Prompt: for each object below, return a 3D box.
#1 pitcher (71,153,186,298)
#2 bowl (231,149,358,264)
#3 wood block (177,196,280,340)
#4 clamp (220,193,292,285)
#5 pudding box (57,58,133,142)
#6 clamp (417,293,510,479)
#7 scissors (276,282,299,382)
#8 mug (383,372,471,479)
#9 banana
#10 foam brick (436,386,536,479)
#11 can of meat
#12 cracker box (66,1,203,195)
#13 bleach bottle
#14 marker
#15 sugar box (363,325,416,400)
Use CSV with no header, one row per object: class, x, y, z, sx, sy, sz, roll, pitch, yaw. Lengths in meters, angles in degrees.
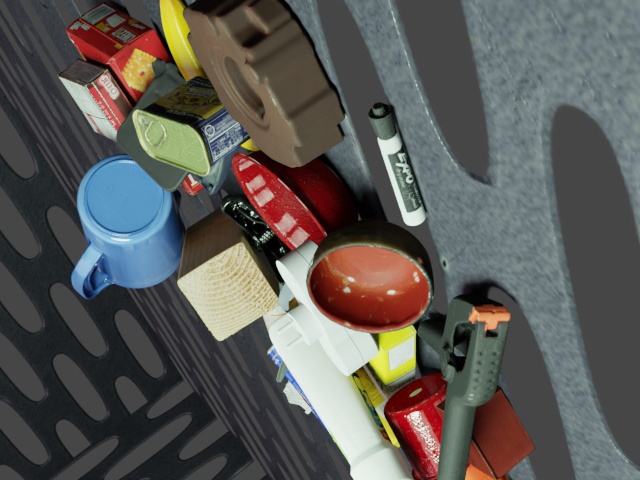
pitcher,-0.239,-0.016,1.312,0.243,0.145,0.149,117,150,-77
bowl,-0.014,-0.037,1.039,0.162,0.055,0.162,45,166,15
wood block,-0.111,0.029,1.304,0.091,0.090,0.206,57,-174,-17
clamp,-0.058,0.002,1.226,0.120,0.039,0.171,58,-173,5
pudding box,-0.259,-0.165,1.267,0.114,0.039,0.090,25,150,55
clamp,0.122,0.117,0.915,0.210,0.036,0.164,108,159,-66
scissors,-0.034,0.094,1.194,0.016,0.096,0.202,38,118,24
mug,0.126,0.188,1.098,0.117,0.093,0.081,-21,103,43
banana,-0.108,-0.165,1.102,0.198,0.037,0.070,54,147,-5
foam brick,0.158,0.179,1.025,0.078,0.051,0.053,58,166,-17
can of meat,-0.119,-0.116,1.048,0.102,0.083,0.057,21,138,38
cracker box,-0.216,-0.176,1.328,0.164,0.072,0.213,35,158,50
bleach bottle,0.032,0.186,1.113,0.251,0.068,0.102,58,180,33
marker,0.061,-0.060,0.843,0.020,0.020,0.121,39,159,45
sugar box,0.060,0.101,1.126,0.093,0.048,0.176,57,168,24
